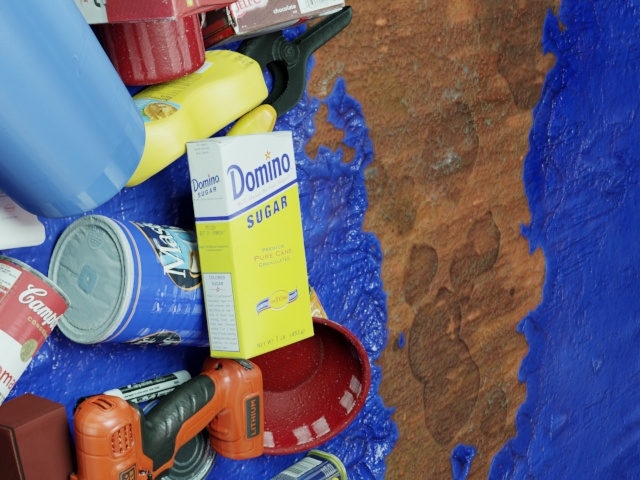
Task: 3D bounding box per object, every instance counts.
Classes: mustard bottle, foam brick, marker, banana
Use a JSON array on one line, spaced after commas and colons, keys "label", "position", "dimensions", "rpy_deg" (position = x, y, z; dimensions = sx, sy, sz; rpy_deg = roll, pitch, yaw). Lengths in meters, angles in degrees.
[{"label": "mustard bottle", "position": [-0.137, -0.094, 0.885], "dimensions": [0.191, 0.096, 0.058], "rpy_deg": [-41, 126, -38]}, {"label": "foam brick", "position": [-0.231, 0.168, 0.847], "dimensions": [0.051, 0.053, 0.078], "rpy_deg": [-25, 115, -44]}, {"label": "marker", "position": [-0.165, 0.136, 0.944], "dimensions": [0.120, 0.020, 0.020], "rpy_deg": [-10, 102, -48]}, {"label": "banana", "position": [-0.082, -0.030, 0.972], "dimensions": [0.037, 0.070, 0.198], "rpy_deg": [-35, 134, -68]}]

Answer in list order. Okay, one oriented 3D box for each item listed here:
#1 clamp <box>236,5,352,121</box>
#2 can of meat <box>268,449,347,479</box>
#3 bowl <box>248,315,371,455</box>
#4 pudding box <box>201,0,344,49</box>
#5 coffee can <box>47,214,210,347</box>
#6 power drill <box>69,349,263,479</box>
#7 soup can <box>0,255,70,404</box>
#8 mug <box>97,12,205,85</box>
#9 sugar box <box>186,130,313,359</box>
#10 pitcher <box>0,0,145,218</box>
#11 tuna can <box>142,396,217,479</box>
[{"label": "clamp", "position": [-0.031, -0.182, 1.032], "dimensions": [0.120, 0.039, 0.171], "rpy_deg": [17, 85, -29]}, {"label": "can of meat", "position": [-0.017, 0.282, 1.105], "dimensions": [0.083, 0.058, 0.102], "rpy_deg": [-22, 111, -42]}, {"label": "bowl", "position": [-0.035, 0.127, 1.029], "dimensions": [0.162, 0.055, 0.162], "rpy_deg": [-6, 119, -10]}, {"label": "pudding box", "position": [-0.047, -0.205, 0.950], "dimensions": [0.113, 0.090, 0.039], "rpy_deg": [-18, 99, -24]}, {"label": "coffee can", "position": [-0.141, 0.037, 0.894], "dimensions": [0.140, 0.103, 0.103], "rpy_deg": [8, 89, -49]}, {"label": "power drill", "position": [-0.125, 0.187, 0.897], "dimensions": [0.187, 0.057, 0.184], "rpy_deg": [-29, 128, -48]}, {"label": "soup can", "position": [-0.246, 0.071, 0.805], "dimensions": [0.068, 0.069, 0.102], "rpy_deg": [52, 58, -39]}, {"label": "mug", "position": [-0.135, -0.182, 0.885], "dimensions": [0.117, 0.093, 0.081], "rpy_deg": [-42, 130, -49]}, {"label": "sugar box", "position": [-0.056, 0.001, 0.876], "dimensions": [0.093, 0.048, 0.176], "rpy_deg": [-15, 103, -52]}, {"label": "pitcher", "position": [-0.202, -0.127, 0.662], "dimensions": [0.149, 0.145, 0.242], "rpy_deg": [-41, 145, -8]}, {"label": "tuna can", "position": [-0.133, 0.186, 0.976], "dimensions": [0.085, 0.034, 0.086], "rpy_deg": [-9, 102, -48]}]
